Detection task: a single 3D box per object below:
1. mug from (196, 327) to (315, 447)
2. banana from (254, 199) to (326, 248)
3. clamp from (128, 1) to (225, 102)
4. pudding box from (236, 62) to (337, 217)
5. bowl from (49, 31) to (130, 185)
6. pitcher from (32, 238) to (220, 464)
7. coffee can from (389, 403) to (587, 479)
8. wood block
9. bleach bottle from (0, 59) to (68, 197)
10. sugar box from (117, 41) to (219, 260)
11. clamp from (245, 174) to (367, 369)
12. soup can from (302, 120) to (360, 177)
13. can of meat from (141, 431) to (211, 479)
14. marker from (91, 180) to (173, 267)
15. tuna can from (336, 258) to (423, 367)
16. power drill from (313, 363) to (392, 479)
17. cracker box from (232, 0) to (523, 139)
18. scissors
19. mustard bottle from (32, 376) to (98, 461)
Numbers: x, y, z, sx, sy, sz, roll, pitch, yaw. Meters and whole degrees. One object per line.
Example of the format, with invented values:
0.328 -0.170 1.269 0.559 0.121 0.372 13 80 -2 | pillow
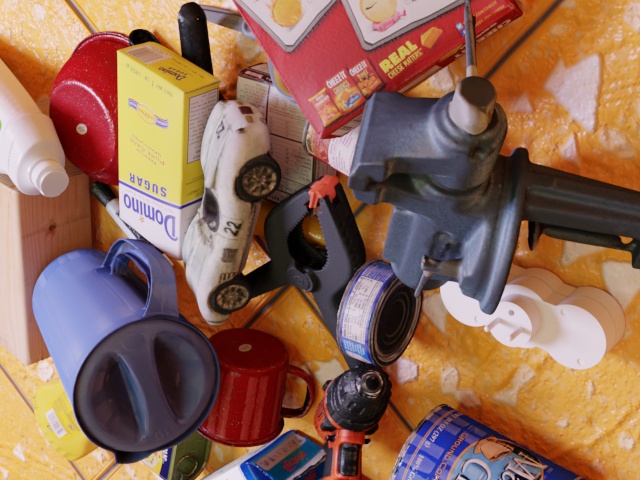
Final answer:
-0.063 0.139 1.016 0.117 0.093 0.081 10 115 1 | mug
-0.069 -0.012 0.981 0.198 0.037 0.069 -11 121 43 | banana
-0.117 -0.127 0.960 0.120 0.039 0.171 14 124 57 | clamp
-0.029 -0.086 0.911 0.090 0.039 0.113 21 123 30 | pudding box
-0.211 -0.117 1.033 0.162 0.055 0.162 18 120 33 | bowl
-0.195 0.083 1.017 0.145 0.149 0.243 56 169 -31 | pitcher
0.139 0.209 0.865 0.140 0.102 0.103 26 124 28 | coffee can
-0.303 0.015 1.138 0.090 0.090 0.206 28 125 36 | wood block
-0.319 -0.113 1.068 0.251 0.067 0.103 43 133 38 | bleach bottle
-0.136 -0.076 0.938 0.093 0.048 0.176 34 132 32 | sugar box
-0.001 0.032 0.914 0.165 0.036 0.210 33 140 12 | clamp
0.046 -0.074 0.835 0.102 0.068 0.069 32 127 23 | soup can
-0.165 0.202 1.140 0.084 0.057 0.102 31 126 27 | can of meat
-0.194 -0.014 1.089 0.121 0.020 0.020 49 132 10 | marker
0.050 0.060 0.881 0.034 0.086 0.086 17 120 30 | tuna can
0.024 0.204 0.890 0.057 0.187 0.184 7 161 -4 | power drill
0.018 -0.204 0.763 0.164 0.072 0.214 -33 86 18 | cracker box
-0.053 -0.159 0.885 0.202 0.016 0.096 5 78 37 | scissors
-0.251 0.175 1.196 0.192 0.058 0.096 -37 81 43 | mustard bottle
